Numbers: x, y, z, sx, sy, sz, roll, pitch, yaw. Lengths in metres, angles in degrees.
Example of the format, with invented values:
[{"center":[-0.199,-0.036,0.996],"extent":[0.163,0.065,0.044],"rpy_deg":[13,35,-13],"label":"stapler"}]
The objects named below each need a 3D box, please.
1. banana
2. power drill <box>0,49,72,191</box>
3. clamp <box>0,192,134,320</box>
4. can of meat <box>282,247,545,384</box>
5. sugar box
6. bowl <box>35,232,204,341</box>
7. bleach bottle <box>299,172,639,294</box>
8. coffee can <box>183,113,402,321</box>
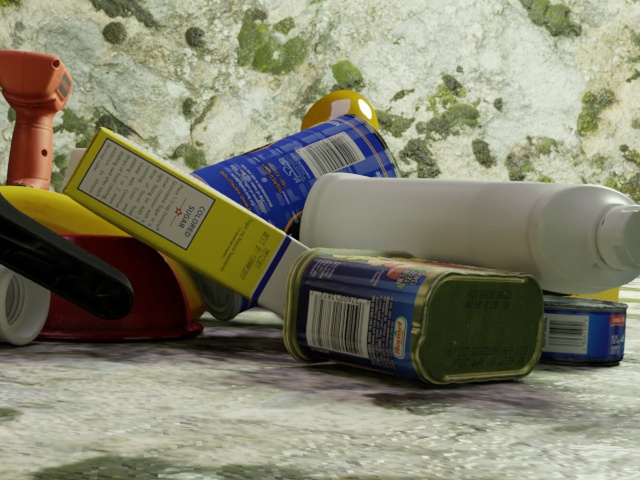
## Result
[{"center":[-0.167,0.003,0.737],"extent":[0.198,0.037,0.069],"rpy_deg":[18,44,0],"label":"banana"},{"center":[-0.237,-0.051,0.843],"extent":[0.057,0.187,0.184],"rpy_deg":[6,-3,-9],"label":"power drill"},{"center":[-0.173,-0.010,0.478],"extent":[0.171,0.039,0.120],"rpy_deg":[39,18,7],"label":"clamp"},{"center":[0.047,0.036,0.516],"extent":[0.101,0.057,0.084],"rpy_deg":[3,3,-45],"label":"can of meat"},{"center":[-0.054,0.001,0.596],"extent":[0.176,0.048,0.093],"rpy_deg":[32,-2,-8],"label":"sugar box"},{"center":[-0.149,0.024,0.633],"extent":[0.162,0.055,0.162],"rpy_deg":[3,1,0],"label":"bowl"},{"center":[0.086,-0.004,0.594],"extent":[0.102,0.068,0.251],"rpy_deg":[13,-5,-26],"label":"bleach bottle"},{"center":[-0.025,-0.018,0.738],"extent":[0.140,0.103,0.103],"rpy_deg":[-23,12,-24],"label":"coffee can"}]
